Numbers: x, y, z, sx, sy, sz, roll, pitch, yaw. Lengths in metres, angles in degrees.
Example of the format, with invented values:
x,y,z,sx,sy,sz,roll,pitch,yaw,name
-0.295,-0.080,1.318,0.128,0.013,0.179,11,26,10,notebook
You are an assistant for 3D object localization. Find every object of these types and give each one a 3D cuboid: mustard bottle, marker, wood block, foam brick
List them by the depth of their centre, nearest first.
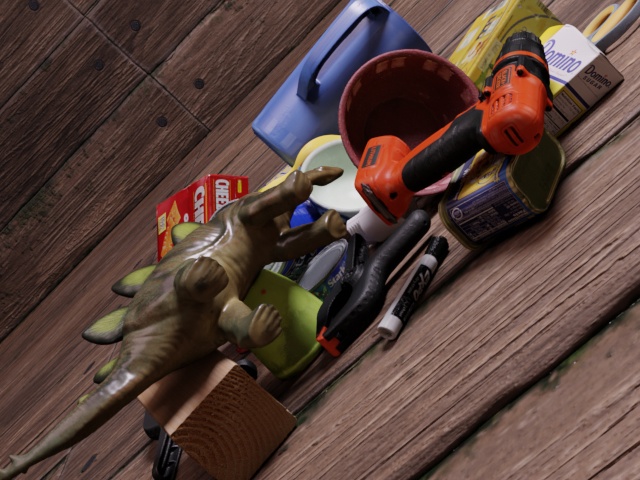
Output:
x,y,z,sx,sy,sz,roll,pitch,yaw,name
0.088,0.041,0.987,0.020,0.020,0.121,-25,26,56,marker
-0.115,0.158,1.060,0.090,0.090,0.206,-48,21,-10,wood block
0.100,-0.097,1.208,0.051,0.078,0.053,-48,15,-15,foam brick
0.005,-0.078,1.361,0.192,0.096,0.058,-44,16,29,mustard bottle

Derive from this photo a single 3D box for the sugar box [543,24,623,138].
x,y,z,sx,sy,sz,roll,pitch,yaw,name
0.200,-0.125,1.036,0.176,0.048,0.093,-46,26,16,sugar box

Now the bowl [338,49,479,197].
x,y,z,sx,sy,sz,roll,pitch,yaw,name
0.094,-0.120,1.147,0.162,0.162,0.055,-50,0,-14,bowl

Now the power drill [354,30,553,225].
x,y,z,sx,sy,sz,roll,pitch,yaw,name
0.123,-0.104,0.964,0.188,0.057,0.184,-33,19,30,power drill

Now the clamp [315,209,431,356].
x,y,z,sx,sy,sz,roll,pitch,yaw,name
0.038,0.043,1.087,0.171,0.039,0.120,-54,14,-24,clamp

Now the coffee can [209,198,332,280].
x,y,z,sx,sy,sz,roll,pitch,yaw,name
-0.058,0.002,1.239,0.103,0.103,0.140,-42,-12,19,coffee can

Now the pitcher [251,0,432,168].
x,y,z,sx,sy,sz,roll,pitch,yaw,name
0.021,-0.207,1.409,0.243,0.149,0.145,-48,24,2,pitcher

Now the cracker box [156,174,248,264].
x,y,z,sx,sy,sz,roll,pitch,yaw,name
-0.175,0.006,1.566,0.214,0.072,0.164,-21,69,60,cracker box

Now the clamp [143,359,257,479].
x,y,z,sx,sy,sz,roll,pitch,yaw,name
-0.165,0.205,1.240,0.164,0.036,0.210,-52,19,-22,clamp

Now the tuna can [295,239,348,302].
x,y,z,sx,sy,sz,roll,pitch,yaw,name
0.009,0.041,1.184,0.086,0.033,0.086,-43,15,14,tuna can

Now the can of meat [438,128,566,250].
x,y,z,sx,sy,sz,roll,pitch,yaw,name
0.162,-0.050,0.944,0.084,0.057,0.102,-31,21,44,can of meat
